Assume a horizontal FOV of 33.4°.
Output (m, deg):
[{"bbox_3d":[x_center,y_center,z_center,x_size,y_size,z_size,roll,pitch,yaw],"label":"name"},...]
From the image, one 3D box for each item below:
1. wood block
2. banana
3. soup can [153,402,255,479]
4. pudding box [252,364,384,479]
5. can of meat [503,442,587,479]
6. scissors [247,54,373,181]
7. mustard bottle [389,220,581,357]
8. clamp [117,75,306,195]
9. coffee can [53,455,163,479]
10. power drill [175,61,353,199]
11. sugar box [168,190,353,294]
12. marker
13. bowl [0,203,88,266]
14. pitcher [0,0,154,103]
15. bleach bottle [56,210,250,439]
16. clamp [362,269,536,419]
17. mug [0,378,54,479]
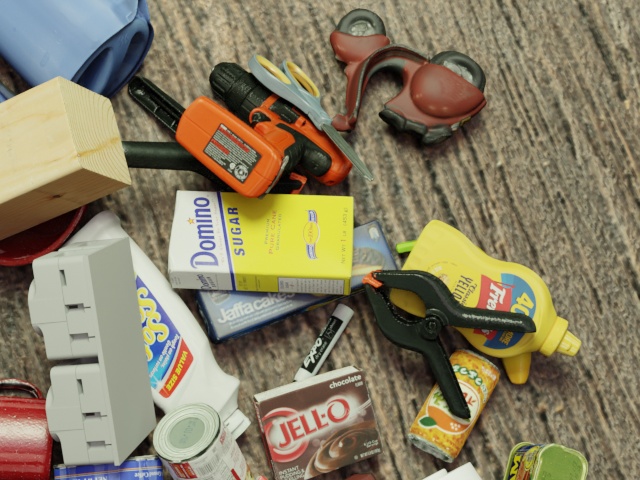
[{"bbox_3d":[-0.291,-0.061,0.979,0.206,0.090,0.090,-21,76,16],"label":"wood block"},{"bbox_3d":[0.168,0.058,1.128,0.070,0.037,0.198,-42,84,8],"label":"banana"},{"bbox_3d":[-0.109,0.210,1.007,0.068,0.102,0.068,-13,41,11],"label":"soup can"},{"bbox_3d":[-0.003,0.182,1.059,0.113,0.039,0.090,-17,100,-13],"label":"pudding box"},{"bbox_3d":[0.220,0.253,1.065,0.057,0.084,0.102,19,76,-4],"label":"can of meat"},{"bbox_3d":[-0.016,-0.132,1.080,0.096,0.202,0.016,20,118,-34],"label":"scissors"},{"bbox_3d":[0.173,0.063,1.077,0.192,0.058,0.096,29,102,7],"label":"mustard bottle"},{"bbox_3d":[-0.115,-0.097,1.095,0.209,0.036,0.164,18,33,-21],"label":"clamp"},{"bbox_3d":[-0.192,0.275,0.990,0.102,0.103,0.140,-4,78,-9],"label":"coffee can"},{"bbox_3d":[-0.066,-0.113,1.060,0.184,0.187,0.057,37,113,10],"label":"power drill"},{"bbox_3d":[-0.057,0.001,1.042,0.176,0.048,0.093,3,60,-1],"label":"sugar box"},{"bbox_3d":[-0.004,0.120,1.095,0.020,0.020,0.121,33,75,0],"label":"marker"},{"bbox_3d":[-0.284,-0.052,1.054,0.162,0.055,0.162,-3,81,20],"label":"bowl"},{"bbox_3d":[-0.303,-0.237,1.082,0.243,0.145,0.149,42,63,6],"label":"pitcher"},{"bbox_3d":[-0.159,0.094,1.053,0.102,0.068,0.251,-44,89,-2],"label":"bleach bottle"},{"bbox_3d":[0.121,0.078,1.043,0.171,0.039,0.120,44,94,2],"label":"clamp"},{"bbox_3d":[-0.293,0.180,1.011,0.081,0.093,0.117,5,41,-12],"label":"mug"}]
